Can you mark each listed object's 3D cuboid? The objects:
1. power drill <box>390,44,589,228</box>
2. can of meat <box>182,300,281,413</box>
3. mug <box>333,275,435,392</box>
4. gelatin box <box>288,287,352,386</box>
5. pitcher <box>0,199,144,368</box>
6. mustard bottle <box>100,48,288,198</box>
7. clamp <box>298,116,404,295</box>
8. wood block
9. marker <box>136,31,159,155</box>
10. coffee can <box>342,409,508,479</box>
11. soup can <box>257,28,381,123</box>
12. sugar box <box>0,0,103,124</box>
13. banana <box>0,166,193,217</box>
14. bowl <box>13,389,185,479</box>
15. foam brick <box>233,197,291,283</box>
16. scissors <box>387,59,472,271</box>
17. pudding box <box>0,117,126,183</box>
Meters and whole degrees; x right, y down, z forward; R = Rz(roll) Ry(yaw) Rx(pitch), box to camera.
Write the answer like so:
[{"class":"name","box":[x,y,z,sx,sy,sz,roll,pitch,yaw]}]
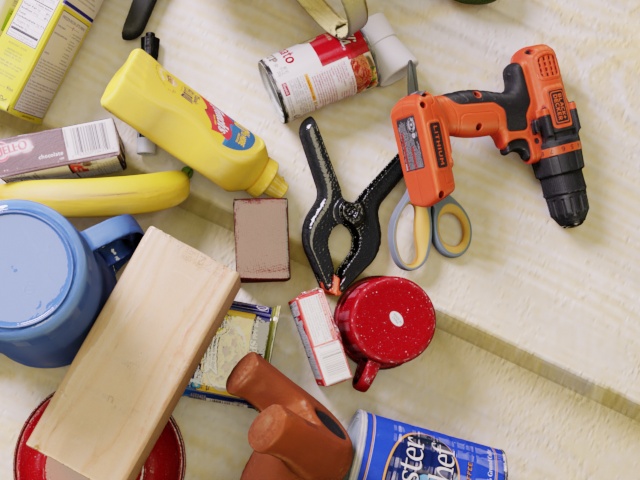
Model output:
[{"class":"power drill","box":[0.169,-0.087,1.026,0.187,0.057,0.184,-14,90,-26]},{"class":"can of meat","box":[-0.087,0.105,1.002,0.084,0.057,0.102,10,83,-2]},{"class":"mug","box":[0.057,0.087,1.004,0.093,0.081,0.117,25,82,-3]},{"class":"gelatin box","box":[0.000,0.091,1.003,0.030,0.073,0.089,-18,85,-8]},{"class":"pitcher","box":[-0.234,0.032,0.902,0.145,0.243,0.149,14,80,-6]},{"class":"mustard bottle","box":[-0.110,-0.098,0.997,0.191,0.096,0.058,35,108,-17]},{"class":"clamp","box":[0.017,-0.035,1.033,0.120,0.039,0.171,20,80,-8]},{"class":"wood block","box":[-0.156,0.103,0.924,0.090,0.091,0.206,28,81,1]},{"class":"marker","box":[-0.167,-0.143,1.039,0.020,0.020,0.121,2,84,-5]},{"class":"coffee can","box":[0.088,0.223,0.983,0.140,0.103,0.103,16,83,-4]},{"class":"soup can","box":[-0.001,-0.162,1.032,0.102,0.068,0.068,-23,87,-7]},{"class":"sugar box","box":[-0.250,-0.198,0.985,0.048,0.093,0.176,25,91,3]},{"class":"banana","box":[-0.200,-0.041,0.976,0.197,0.070,0.037,-6,100,-25]},{"class":"bowl","box":[-0.205,0.208,0.981,0.162,0.055,0.162,1,84,-6]},{"class":"foam brick","box":[-0.057,0.001,1.018,0.051,0.053,0.078,-2,83,-6]},{"class":"scissors","box":[0.113,-0.068,1.042,0.096,0.016,0.202,10,89,-21]},{"class":"pudding box","box":[-0.240,-0.079,0.990,0.113,0.090,0.039,-10,87,-7]}]
